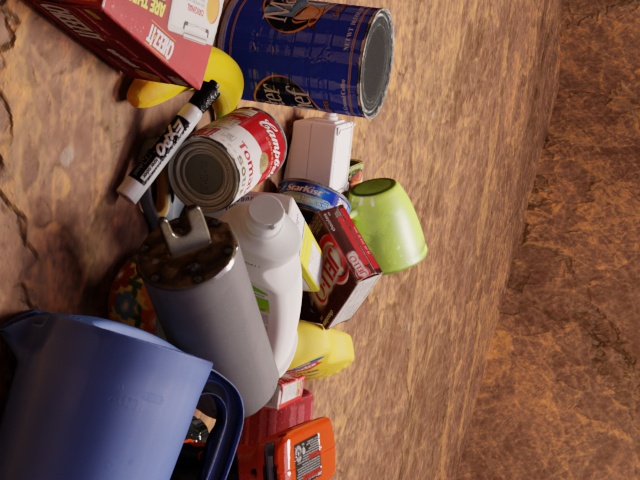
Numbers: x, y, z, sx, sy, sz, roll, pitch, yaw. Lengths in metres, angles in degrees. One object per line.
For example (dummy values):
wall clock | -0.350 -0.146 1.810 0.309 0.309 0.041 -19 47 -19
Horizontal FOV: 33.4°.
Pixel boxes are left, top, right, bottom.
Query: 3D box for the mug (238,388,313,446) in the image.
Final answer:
mug | -0.053 0.206 1.203 0.117 0.093 0.081 -154 -113 -76

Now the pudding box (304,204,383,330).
pudding box | 0.015 0.029 1.128 0.039 0.090 0.114 -18 156 -26

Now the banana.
banana | -0.104 -0.133 0.904 0.197 0.037 0.069 5 95 -73

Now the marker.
marker | -0.119 -0.081 0.854 0.121 0.020 0.020 -54 156 -14

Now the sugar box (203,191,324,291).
sugar box | -0.056 0.001 1.020 0.176 0.093 0.048 67 30 -67

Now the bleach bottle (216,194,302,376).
bleach bottle | -0.055 0.039 0.940 0.251 0.102 0.068 109 2 -60

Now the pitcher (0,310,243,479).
pitcher | -0.162 0.178 0.739 0.145 0.149 0.243 38 67 -70

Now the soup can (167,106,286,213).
soup can | -0.079 -0.070 0.914 0.102 0.069 0.068 -44 141 -61

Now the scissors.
scissors | -0.130 -0.005 0.934 0.096 0.016 0.202 -56 152 -52

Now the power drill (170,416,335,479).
power drill | -0.086 0.181 0.901 0.184 0.188 0.057 -10 94 -68

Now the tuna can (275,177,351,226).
tuna can | -0.011 -0.034 1.174 0.086 0.086 0.033 62 43 -63

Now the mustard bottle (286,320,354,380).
mustard bottle | -0.031 0.120 1.185 0.191 0.096 0.058 33 47 -70

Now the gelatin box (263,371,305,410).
gelatin box | -0.070 0.146 1.089 0.073 0.089 0.030 1 99 -73

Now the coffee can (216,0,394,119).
coffee can | -0.013 -0.173 0.995 0.102 0.140 0.103 11 90 -72

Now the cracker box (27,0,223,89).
cracker box | -0.118 -0.235 0.747 0.164 0.072 0.213 34 69 -71
